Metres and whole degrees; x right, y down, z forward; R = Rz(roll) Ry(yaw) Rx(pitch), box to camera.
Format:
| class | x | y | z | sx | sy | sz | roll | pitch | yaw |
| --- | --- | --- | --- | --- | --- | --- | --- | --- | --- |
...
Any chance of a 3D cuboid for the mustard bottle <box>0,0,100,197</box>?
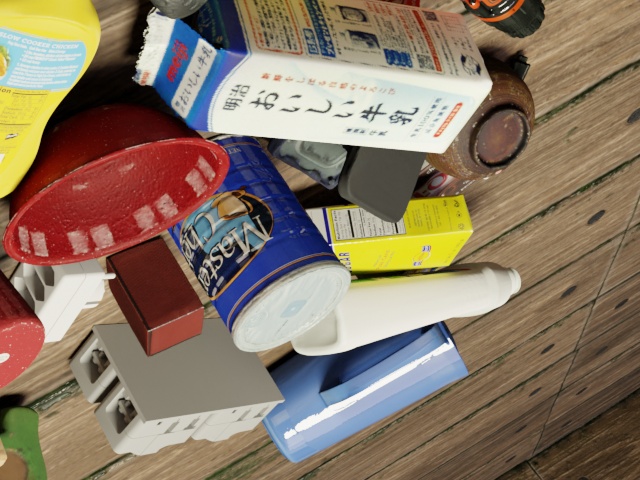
| class | x | y | z | sx | sy | sz | roll | pitch | yaw |
| --- | --- | --- | --- | --- | --- | --- | --- | --- | --- |
| mustard bottle | -0.178 | -0.103 | 0.596 | 0.096 | 0.058 | 0.192 | 2 | 137 | -47 |

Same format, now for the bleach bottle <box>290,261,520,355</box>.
| class | x | y | z | sx | sy | sz | roll | pitch | yaw |
| --- | --- | --- | --- | --- | --- | --- | --- | --- | --- |
| bleach bottle | 0.095 | 0.059 | 1.069 | 0.250 | 0.068 | 0.103 | -9 | 179 | -34 |

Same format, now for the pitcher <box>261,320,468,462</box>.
| class | x | y | z | sx | sy | sz | roll | pitch | yaw |
| --- | --- | --- | --- | --- | --- | --- | --- | --- | --- |
| pitcher | 0.043 | 0.159 | 1.256 | 0.243 | 0.145 | 0.149 | -31 | 135 | -1 |

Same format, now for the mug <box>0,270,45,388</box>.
| class | x | y | z | sx | sy | sz | roll | pitch | yaw |
| --- | --- | --- | --- | --- | --- | --- | --- | --- | --- |
| mug | -0.253 | 0.066 | 0.762 | 0.093 | 0.081 | 0.117 | -26 | 153 | -39 |

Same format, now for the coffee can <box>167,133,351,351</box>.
| class | x | y | z | sx | sy | sz | roll | pitch | yaw |
| --- | --- | --- | --- | --- | --- | --- | --- | --- | --- |
| coffee can | -0.055 | 0.001 | 0.836 | 0.102 | 0.140 | 0.103 | -27 | 154 | -15 |

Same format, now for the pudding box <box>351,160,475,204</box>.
| class | x | y | z | sx | sy | sz | roll | pitch | yaw |
| --- | --- | --- | --- | --- | --- | --- | --- | --- | --- |
| pudding box | 0.092 | -0.054 | 1.039 | 0.113 | 0.039 | 0.090 | -40 | 154 | 10 |

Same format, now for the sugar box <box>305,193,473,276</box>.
| class | x | y | z | sx | sy | sz | roll | pitch | yaw |
| --- | --- | --- | --- | --- | --- | --- | --- | --- | --- |
| sugar box | 0.044 | 0.000 | 0.991 | 0.176 | 0.048 | 0.093 | -8 | 159 | -11 |

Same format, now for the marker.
| class | x | y | z | sx | sy | sz | roll | pitch | yaw |
| --- | --- | --- | --- | --- | --- | --- | --- | --- | --- |
| marker | 0.169 | -0.116 | 1.002 | 0.020 | 0.020 | 0.121 | -6 | 122 | -46 |

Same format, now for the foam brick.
| class | x | y | z | sx | sy | sz | roll | pitch | yaw |
| --- | --- | --- | --- | --- | --- | --- | --- | --- | --- |
| foam brick | -0.139 | 0.047 | 0.894 | 0.051 | 0.078 | 0.053 | -25 | 156 | -21 |

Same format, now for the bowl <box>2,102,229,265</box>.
| class | x | y | z | sx | sy | sz | roll | pitch | yaw |
| --- | --- | --- | --- | --- | --- | --- | --- | --- | --- |
| bowl | -0.146 | -0.045 | 0.725 | 0.162 | 0.055 | 0.162 | -25 | 164 | -8 |
